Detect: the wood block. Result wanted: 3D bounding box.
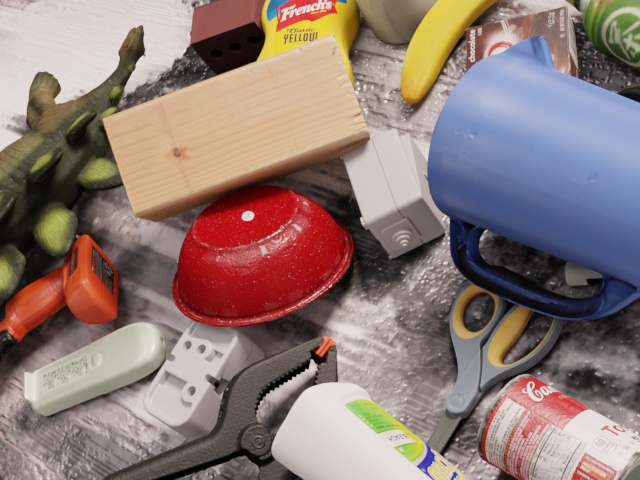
[{"bbox_3d":[-0.068,-0.094,0.919,0.206,0.090,0.091,-19,87,3],"label":"wood block"}]

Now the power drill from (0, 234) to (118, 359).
[{"bbox_3d":[-0.277,0.084,0.981,0.188,0.057,0.184,-29,30,7],"label":"power drill"}]

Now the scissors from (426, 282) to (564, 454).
[{"bbox_3d":[0.098,0.107,0.806,0.202,0.016,0.096,-44,48,-1],"label":"scissors"}]

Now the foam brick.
[{"bbox_3d":[-0.086,-0.215,1.092,0.078,0.053,0.051,-15,54,23],"label":"foam brick"}]

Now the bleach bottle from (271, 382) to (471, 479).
[{"bbox_3d":[0.089,0.188,0.710,0.251,0.102,0.068,32,96,26],"label":"bleach bottle"}]

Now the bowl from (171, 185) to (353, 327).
[{"bbox_3d":[-0.056,0.001,0.895,0.162,0.055,0.162,-12,33,8],"label":"bowl"}]

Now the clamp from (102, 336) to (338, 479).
[{"bbox_3d":[-0.042,0.168,0.816,0.164,0.036,0.209,39,71,10],"label":"clamp"}]

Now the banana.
[{"bbox_3d":[0.136,-0.207,0.968,0.198,0.037,0.070,-40,49,2],"label":"banana"}]

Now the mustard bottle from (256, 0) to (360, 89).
[{"bbox_3d":[-0.011,-0.207,1.037,0.096,0.058,0.191,-2,58,14],"label":"mustard bottle"}]

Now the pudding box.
[{"bbox_3d":[0.169,-0.133,0.895,0.090,0.039,0.113,-8,63,25],"label":"pudding box"}]

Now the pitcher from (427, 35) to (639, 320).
[{"bbox_3d":[0.201,-0.027,0.743,0.243,0.149,0.144,28,60,37],"label":"pitcher"}]

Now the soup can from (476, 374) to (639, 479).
[{"bbox_3d":[0.165,0.142,0.710,0.102,0.068,0.068,28,77,39],"label":"soup can"}]
